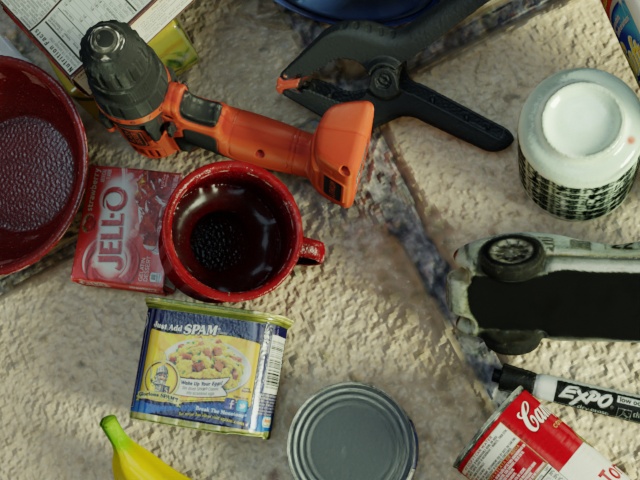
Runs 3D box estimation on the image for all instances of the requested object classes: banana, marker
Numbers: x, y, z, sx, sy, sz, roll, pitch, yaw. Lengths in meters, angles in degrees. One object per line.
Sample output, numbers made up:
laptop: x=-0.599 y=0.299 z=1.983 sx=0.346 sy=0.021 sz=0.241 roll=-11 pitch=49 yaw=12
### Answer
banana: x=-0.063 y=0.179 z=0.706 sx=0.198 sy=0.070 sz=0.037 roll=18 pitch=47 yaw=14
marker: x=0.172 y=0.102 z=0.698 sx=0.121 sy=0.020 sz=0.020 roll=12 pitch=80 yaw=14

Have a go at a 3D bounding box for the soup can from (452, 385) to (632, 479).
soup can: x=0.143 y=0.150 z=0.668 sx=0.102 sy=0.068 sz=0.068 roll=40 pitch=87 yaw=17

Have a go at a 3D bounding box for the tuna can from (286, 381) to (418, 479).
tuna can: x=0.022 y=0.139 z=0.713 sx=0.086 sy=0.033 sz=0.086 roll=-3 pitch=77 yaw=11

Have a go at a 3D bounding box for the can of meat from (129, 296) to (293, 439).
can of meat: x=-0.076 y=0.088 z=0.734 sx=0.102 sy=0.057 sz=0.084 roll=6 pitch=81 yaw=14

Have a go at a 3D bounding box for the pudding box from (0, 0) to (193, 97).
pudding box: x=-0.155 y=-0.171 z=0.750 sx=0.113 sy=0.039 sz=0.090 roll=-43 pitch=74 yaw=0

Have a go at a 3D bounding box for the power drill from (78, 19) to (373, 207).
power drill: x=-0.060 y=-0.083 z=0.715 sx=0.187 sy=0.184 sz=0.057 roll=17 pitch=81 yaw=5

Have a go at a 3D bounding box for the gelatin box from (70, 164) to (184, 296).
gelatin box: x=-0.138 y=-0.008 z=0.782 sx=0.073 sy=0.030 sz=0.089 roll=6 pitch=78 yaw=13

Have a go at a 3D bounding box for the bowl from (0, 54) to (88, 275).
bowl: x=-0.234 y=-0.053 z=0.792 sx=0.162 sy=0.055 sz=0.162 roll=-1 pitch=87 yaw=15

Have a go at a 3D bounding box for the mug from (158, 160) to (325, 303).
mug: x=-0.055 y=0.001 z=0.730 sx=0.117 sy=0.082 sz=0.093 roll=7 pitch=80 yaw=-14

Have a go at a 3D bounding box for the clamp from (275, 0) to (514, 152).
clamp: x=0.053 y=-0.126 z=0.744 sx=0.171 sy=0.039 sz=0.120 roll=7 pitch=111 yaw=13
